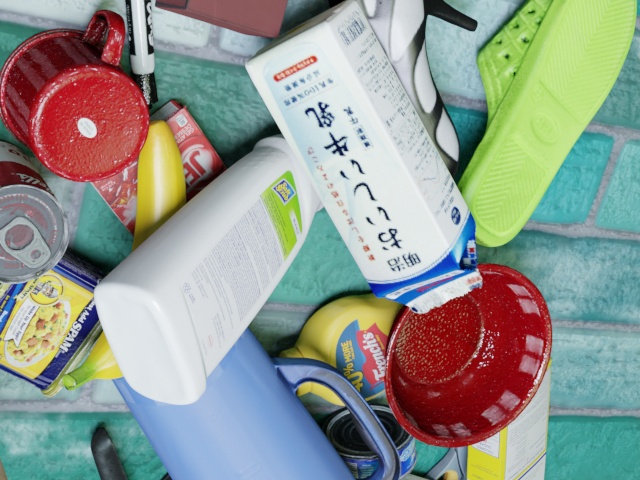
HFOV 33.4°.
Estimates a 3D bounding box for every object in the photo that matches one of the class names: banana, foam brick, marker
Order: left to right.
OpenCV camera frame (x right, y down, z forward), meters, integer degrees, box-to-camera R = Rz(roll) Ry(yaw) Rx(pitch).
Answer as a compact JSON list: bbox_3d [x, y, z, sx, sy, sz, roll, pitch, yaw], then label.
[{"bbox_3d":[-0.128,-0.151,0.755,0.020,0.020,0.121,-11,117,-23],"label":"marker"},{"bbox_3d":[-0.126,0.016,0.761,0.069,0.037,0.198,36,68,-68],"label":"banana"},{"bbox_3d":[-0.067,-0.177,0.747,0.078,0.053,0.051,10,97,-36],"label":"foam brick"}]

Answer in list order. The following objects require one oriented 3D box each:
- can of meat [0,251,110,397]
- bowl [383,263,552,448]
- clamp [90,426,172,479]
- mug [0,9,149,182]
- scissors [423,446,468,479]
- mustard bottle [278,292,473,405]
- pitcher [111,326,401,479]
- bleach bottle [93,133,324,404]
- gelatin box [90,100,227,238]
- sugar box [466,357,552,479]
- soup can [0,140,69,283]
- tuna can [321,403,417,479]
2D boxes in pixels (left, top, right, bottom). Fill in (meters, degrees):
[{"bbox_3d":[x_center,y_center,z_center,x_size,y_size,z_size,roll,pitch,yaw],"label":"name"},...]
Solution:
[{"bbox_3d":[-0.210,0.052,0.784,0.083,0.057,0.102,34,94,-33],"label":"can of meat"},{"bbox_3d":[0.114,0.089,0.898,0.161,0.055,0.162,-7,109,-23],"label":"bowl"},{"bbox_3d":[-0.144,0.231,0.913,0.120,0.039,0.171,0,113,-25],"label":"clamp"},{"bbox_3d":[-0.160,-0.100,0.723,0.093,0.082,0.117,21,102,-33],"label":"mug"},{"bbox_3d":[0.156,0.204,1.070,0.096,0.016,0.202,19,103,-35],"label":"scissors"},{"bbox_3d":[0.040,0.091,0.931,0.191,0.058,0.096,-18,118,-19],"label":"mustard bottle"},{"bbox_3d":[-0.054,0.157,0.850,0.243,0.145,0.149,60,42,-19],"label":"pitcher"},{"bbox_3d":[-0.055,0.001,0.777,0.250,0.068,0.102,-48,133,-43],"label":"bleach bottle"},{"bbox_3d":[-0.120,-0.050,0.799,0.089,0.030,0.073,-38,124,-7],"label":"gelatin box"},{"bbox_3d":[0.184,0.201,1.049,0.093,0.048,0.176,-27,127,-43],"label":"sugar box"},{"bbox_3d":[-0.214,-0.022,0.718,0.068,0.102,0.068,-11,117,-23],"label":"soup can"},{"bbox_3d":[0.043,0.183,0.959,0.086,0.086,0.034,-17,117,-20],"label":"tuna can"}]
